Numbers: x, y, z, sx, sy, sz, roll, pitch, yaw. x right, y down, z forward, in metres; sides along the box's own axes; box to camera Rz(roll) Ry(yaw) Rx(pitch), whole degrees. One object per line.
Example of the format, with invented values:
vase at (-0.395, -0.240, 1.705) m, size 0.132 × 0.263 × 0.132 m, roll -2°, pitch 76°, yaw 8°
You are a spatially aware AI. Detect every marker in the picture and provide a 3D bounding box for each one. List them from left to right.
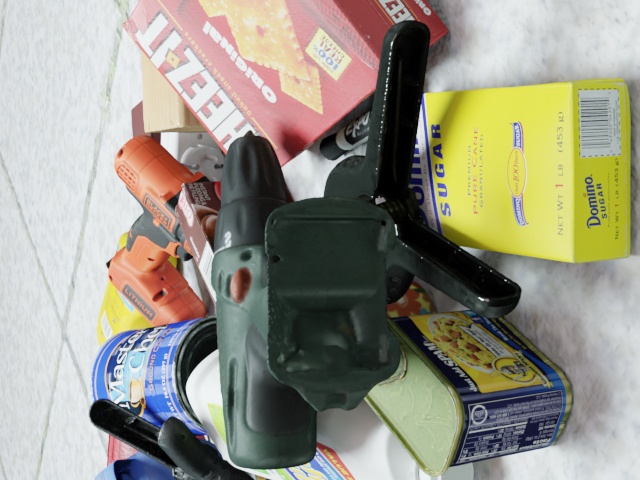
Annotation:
marker at (0.033, -0.080, 0.751) m, size 0.121 × 0.020 × 0.020 m, roll -24°, pitch 72°, yaw 59°

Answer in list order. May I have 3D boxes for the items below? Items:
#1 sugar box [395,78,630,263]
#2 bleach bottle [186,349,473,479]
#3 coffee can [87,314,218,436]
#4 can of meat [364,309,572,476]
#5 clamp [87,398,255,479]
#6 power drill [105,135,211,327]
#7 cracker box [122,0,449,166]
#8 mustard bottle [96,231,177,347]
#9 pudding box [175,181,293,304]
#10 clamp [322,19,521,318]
sugar box at (0.099, -0.041, 0.610) m, size 0.176 × 0.048 × 0.093 m, roll 7°, pitch 100°, yaw 59°
bleach bottle at (0.006, 0.134, 0.750) m, size 0.251 × 0.068 × 0.102 m, roll 1°, pitch 124°, yaw 54°
coffee can at (-0.127, 0.123, 0.947) m, size 0.141 × 0.102 × 0.103 m, roll -14°, pitch 81°, yaw 47°
can of meat at (0.081, 0.083, 0.617) m, size 0.102 × 0.083 × 0.057 m, roll 47°, pitch 133°, yaw 48°
clamp at (-0.101, 0.182, 0.874) m, size 0.120 × 0.171 × 0.039 m, roll 2°, pitch 59°, yaw 58°
power drill at (-0.123, 0.016, 0.968) m, size 0.184 × 0.057 × 0.188 m, roll 46°, pitch 144°, yaw 12°
cracker box at (-0.035, -0.148, 0.742) m, size 0.164 × 0.072 × 0.214 m, roll 52°, pitch 147°, yaw -4°
mustard bottle at (-0.191, 0.047, 1.127) m, size 0.096 × 0.058 × 0.192 m, roll 62°, pitch 143°, yaw 40°
pudding box at (-0.056, 0.001, 0.847) m, size 0.113 × 0.089 × 0.039 m, roll 64°, pitch 146°, yaw 33°
clamp at (0.039, -0.025, 0.633) m, size 0.210 × 0.036 × 0.164 m, roll 155°, pitch 102°, yaw -67°
